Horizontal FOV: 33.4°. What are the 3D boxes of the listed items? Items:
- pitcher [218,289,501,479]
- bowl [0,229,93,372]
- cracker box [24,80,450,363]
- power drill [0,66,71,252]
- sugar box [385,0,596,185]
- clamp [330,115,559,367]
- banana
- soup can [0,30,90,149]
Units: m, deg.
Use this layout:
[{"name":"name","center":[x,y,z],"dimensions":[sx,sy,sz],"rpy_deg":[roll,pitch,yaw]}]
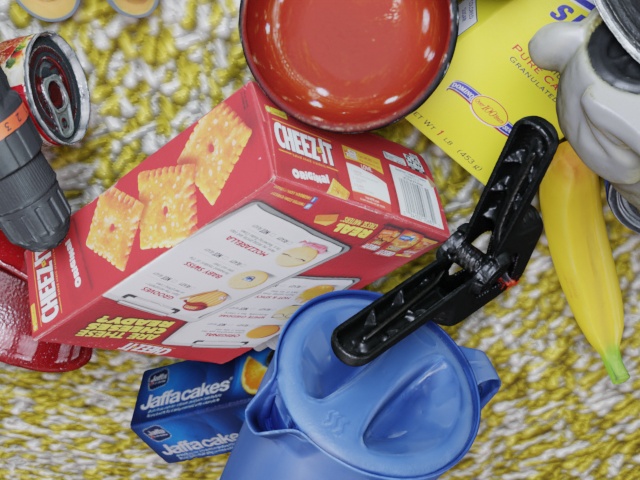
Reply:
[{"name":"pitcher","center":[0.009,0.152,0.728],"dimensions":[0.149,0.144,0.243],"rpy_deg":[27,137,-1]},{"name":"bowl","center":[-0.224,0.027,0.749],"dimensions":[0.162,0.055,0.162],"rpy_deg":[15,146,10]},{"name":"cracker box","center":[-0.054,0.001,0.664],"dimensions":[0.214,0.072,0.163],"rpy_deg":[-31,151,33]},{"name":"power drill","center":[-0.250,-0.046,0.576],"dimensions":[0.187,0.057,0.184],"rpy_deg":[-24,115,3]},{"name":"sugar box","center":[0.129,-0.109,0.580],"dimensions":[0.093,0.048,0.177],"rpy_deg":[35,131,-26]},{"name":"clamp","center":[0.083,0.018,0.636],"dimensions":[0.164,0.036,0.210],"rpy_deg":[-46,162,1]},{"name":"banana","center":[0.169,0.003,0.674],"dimensions":[0.037,0.070,0.197],"rpy_deg":[-27,127,-3]},{"name":"soup can","center":[-0.200,-0.082,0.640],"dimensions":[0.102,0.068,0.068],"rpy_deg":[-9,133,17]}]
